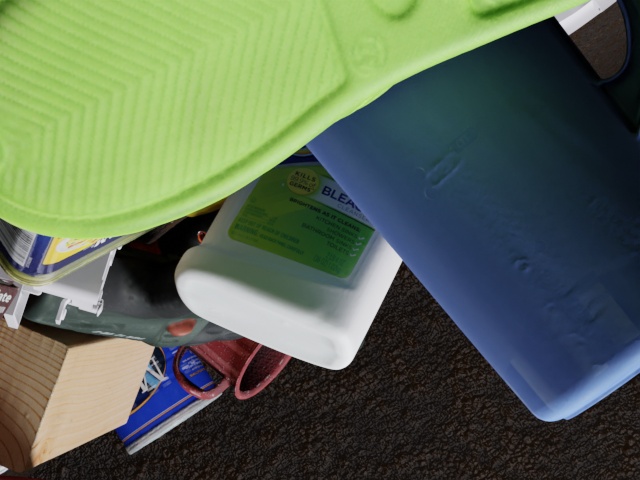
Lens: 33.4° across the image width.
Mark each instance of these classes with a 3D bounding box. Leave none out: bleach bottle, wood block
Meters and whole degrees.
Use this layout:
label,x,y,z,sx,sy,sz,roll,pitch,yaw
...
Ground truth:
label,x,y,z,sx,sy,sz,roll,pitch,yaw
bleach bottle,0.021,-0.061,0.582,0.068,0.102,0.250,95,19,-65
wood block,-0.200,0.094,0.786,0.206,0.090,0.091,5,107,-81

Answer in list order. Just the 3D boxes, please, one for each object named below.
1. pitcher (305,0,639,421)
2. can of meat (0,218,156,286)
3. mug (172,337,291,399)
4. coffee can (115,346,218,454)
label,x,y,z,sx,sy,sz,roll,pitch,yaw
pitcher,0.076,-0.052,0.473,0.144,0.243,0.149,-32,167,-19
can of meat,-0.112,-0.032,0.524,0.101,0.057,0.084,-31,172,-33
mug,-0.080,0.086,0.930,0.117,0.081,0.093,-47,160,-18
coffee can,-0.173,0.114,1.002,0.103,0.140,0.103,-33,175,-4
